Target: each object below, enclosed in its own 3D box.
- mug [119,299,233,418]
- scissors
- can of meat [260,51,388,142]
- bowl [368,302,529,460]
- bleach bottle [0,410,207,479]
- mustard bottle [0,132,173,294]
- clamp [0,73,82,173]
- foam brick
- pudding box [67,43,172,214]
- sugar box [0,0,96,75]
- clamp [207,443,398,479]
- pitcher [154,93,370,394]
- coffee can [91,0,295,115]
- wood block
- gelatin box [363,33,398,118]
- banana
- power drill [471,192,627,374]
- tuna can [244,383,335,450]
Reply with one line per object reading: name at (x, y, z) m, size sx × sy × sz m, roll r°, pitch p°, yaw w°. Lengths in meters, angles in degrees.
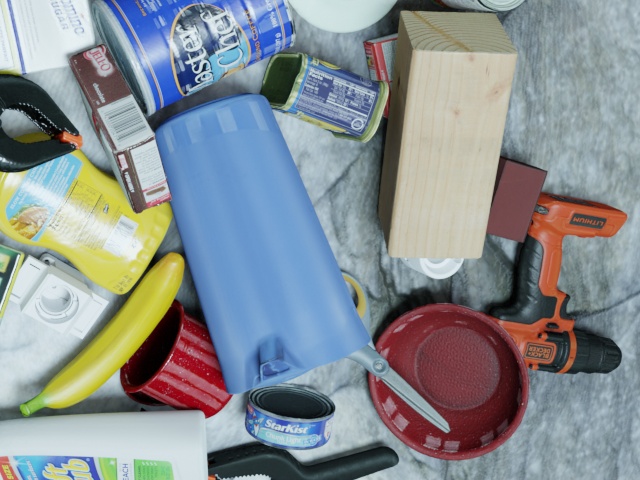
mug at (-0.132, 0.119, 0.983) m, size 0.081 × 0.093 × 0.117 m, roll 33°, pitch 122°, yaw -30°
scissors at (0.059, 0.103, 1.052) m, size 0.201 × 0.016 × 0.096 m, roll 27°, pitch 83°, yaw -6°
can of meat at (0.000, -0.130, 0.953) m, size 0.083 × 0.102 × 0.057 m, roll 18°, pitch 93°, yaw -22°
bowl at (0.133, 0.136, 1.076) m, size 0.162 × 0.055 × 0.162 m, roll 3°, pitch 101°, yaw 18°
bleach bottle at (-0.227, 0.202, 0.946) m, size 0.250 × 0.068 × 0.102 m, roll -1°, pitch 122°, yaw -3°
mustard bottle at (-0.228, -0.037, 0.913) m, size 0.191 × 0.058 × 0.096 m, roll 31°, pitch 88°, yaw -25°
clamp at (-0.269, -0.110, 0.836) m, size 0.171 × 0.039 × 0.120 m, roll 7°, pitch 87°, yaw -38°
foam brick at (0.184, -0.043, 1.073) m, size 0.051 × 0.053 × 0.078 m, roll 14°, pitch 99°, yaw -24°
pudding box at (-0.164, -0.092, 0.878) m, size 0.039 × 0.113 × 0.090 m, roll -23°, pitch 150°, yaw -10°
sugar box at (-0.277, -0.176, 0.865) m, size 0.176 × 0.048 × 0.093 m, roll -14°, pitch 110°, yaw -21°
clamp at (-0.037, 0.269, 1.082) m, size 0.209 × 0.036 × 0.165 m, roll 15°, pitch 102°, yaw -24°
pitcher at (-0.056, 0.001, 0.934) m, size 0.144 × 0.149 × 0.243 m, roll -20°, pitch 90°, yaw -32°
coffee can at (-0.106, -0.181, 0.897) m, size 0.140 × 0.103 × 0.103 m, roll -28°, pitch 112°, yaw -12°
wood block at (0.109, -0.093, 0.969) m, size 0.090 × 0.091 × 0.206 m, roll 1°, pitch 123°, yaw -5°
gelatin box at (0.092, -0.164, 1.018) m, size 0.089 × 0.030 × 0.073 m, roll -18°, pitch 109°, yaw -15°
banana at (-0.180, 0.087, 0.945) m, size 0.037 × 0.069 × 0.198 m, roll 44°, pitch 96°, yaw 4°
power drill at (0.259, 0.050, 1.124) m, size 0.184 × 0.057 × 0.188 m, roll 9°, pitch 101°, yaw -23°
tuna can at (-0.030, 0.170, 1.030) m, size 0.086 × 0.086 × 0.034 m, roll 4°, pitch 104°, yaw -22°
